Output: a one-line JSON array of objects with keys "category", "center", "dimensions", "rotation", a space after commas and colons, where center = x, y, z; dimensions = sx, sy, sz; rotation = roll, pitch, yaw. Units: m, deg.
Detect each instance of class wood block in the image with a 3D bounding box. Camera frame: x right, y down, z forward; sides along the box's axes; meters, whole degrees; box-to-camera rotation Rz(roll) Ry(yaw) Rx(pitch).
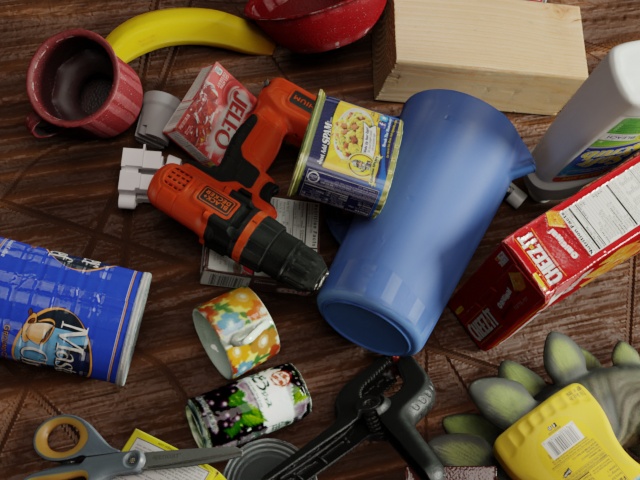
[{"category": "wood block", "center": [0.165, -0.198, 1.132], "dimensions": [0.206, 0.090, 0.091], "rotation": [3, 68, -12]}]

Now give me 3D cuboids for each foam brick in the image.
[{"category": "foam brick", "center": [0.110, 0.220, 0.903], "dimensions": [0.078, 0.051, 0.053], "rotation": [-3, 69, 7]}]

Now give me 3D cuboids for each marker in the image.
[{"category": "marker", "center": [0.166, -0.079, 1.123], "dimensions": [0.121, 0.020, 0.020], "rotation": [41, 66, 6]}]

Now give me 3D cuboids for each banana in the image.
[{"category": "banana", "center": [-0.146, -0.205, 1.099], "dimensions": [0.197, 0.037, 0.069], "rotation": [-16, 101, -15]}]

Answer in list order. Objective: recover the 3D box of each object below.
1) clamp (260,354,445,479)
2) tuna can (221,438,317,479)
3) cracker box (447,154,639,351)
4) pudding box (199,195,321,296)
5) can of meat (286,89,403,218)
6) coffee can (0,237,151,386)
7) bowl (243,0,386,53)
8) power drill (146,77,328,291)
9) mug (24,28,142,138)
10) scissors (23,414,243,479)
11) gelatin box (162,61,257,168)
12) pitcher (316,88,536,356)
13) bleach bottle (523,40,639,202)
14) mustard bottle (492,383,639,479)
[{"category": "clamp", "center": [0.039, 0.162, 0.942], "dimensions": [0.165, 0.209, 0.036], "rotation": [-12, 112, 18]}, {"category": "tuna can", "center": [-0.047, 0.222, 0.948], "dimensions": [0.086, 0.034, 0.086], "rotation": [4, 68, -11]}, {"category": "cracker box", "center": [0.244, 0.008, 1.026], "dimensions": [0.213, 0.164, 0.072], "rotation": [-30, 76, -22]}, {"category": "pudding box", "center": [-0.057, 0.001, 1.032], "dimensions": [0.113, 0.039, 0.090], "rotation": [8, 66, -12]}, {"category": "can of meat", "center": [0.024, -0.076, 0.959], "dimensions": [0.084, 0.057, 0.102], "rotation": [17, 57, -3]}, {"category": "coffee can", "center": [-0.228, 0.062, 0.934], "dimensions": [0.140, 0.103, 0.102], "rotation": [14, 66, -6]}, {"category": "bowl", "center": [0.005, -0.237, 1.104], "dimensions": [0.162, 0.162, 0.055], "rotation": [-30, 119, -21]}, {"category": "power drill", "center": [-0.040, -0.056, 0.999], "dimensions": [0.184, 0.057, 0.187], "rotation": [32, 56, 8]}, {"category": "mug", "center": [-0.229, -0.137, 1.018], "dimensions": [0.117, 0.081, 0.093], "rotation": [-40, 77, 5]}, {"category": "scissors", "center": [-0.167, 0.173, 0.907], "dimensions": [0.202, 0.016, 0.096], "rotation": [-21, 55, 6]}, {"category": "gelatin box", "center": [-0.103, -0.120, 1.058], "dimensions": [0.073, 0.030, 0.089], "rotation": [42, 63, -28]}, {"category": "pitcher", "center": [0.084, -0.018, 1.023], "dimensions": [0.145, 0.149, 0.242], "rotation": [37, 64, -16]}, {"category": "bleach bottle", "center": [0.268, -0.100, 1.026], "dimensions": [0.102, 0.251, 0.068], "rotation": [-6, 70, -15]}, {"category": "mustard bottle", "center": [0.236, 0.220, 0.884], "dimensions": [0.096, 0.058, 0.192], "rotation": [-33, 69, -11]}]
